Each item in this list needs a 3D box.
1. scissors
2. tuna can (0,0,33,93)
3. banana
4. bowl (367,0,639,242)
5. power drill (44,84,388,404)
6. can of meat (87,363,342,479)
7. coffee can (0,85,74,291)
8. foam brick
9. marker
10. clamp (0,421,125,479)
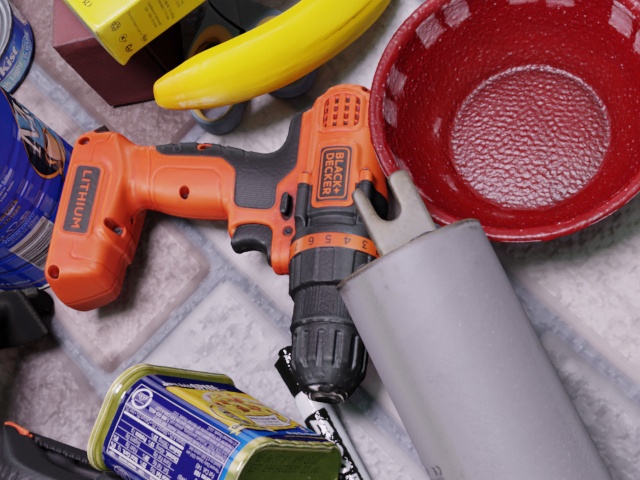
[{"bbox_3d":[-0.047,-0.162,0.679,0.096,0.016,0.202,-3,70,14],"label":"scissors"},{"bbox_3d":[-0.237,-0.129,0.715,0.086,0.033,0.086,-6,69,15],"label":"tuna can"},{"bbox_3d":[-0.010,-0.130,0.624,0.070,0.037,0.197,22,56,36],"label":"banana"},{"bbox_3d":[0.110,-0.067,0.575,0.162,0.055,0.162,-6,70,15],"label":"bowl"},{"bbox_3d":[-0.054,0.001,0.594,0.188,0.057,0.184,-1,61,14],"label":"power drill"},{"bbox_3d":[-0.048,0.106,0.528,0.084,0.102,0.057,23,92,32],"label":"can of meat"},{"bbox_3d":[-0.201,-0.038,0.612,0.103,0.140,0.103,-5,70,15],"label":"coffee can"},{"bbox_3d":[-0.122,-0.126,0.655,0.051,0.078,0.053,-11,66,13],"label":"foam brick"},{"bbox_3d":[0.007,0.108,0.564,0.020,0.020,0.121,-31,65,4],"label":"marker"},{"bbox_3d":[-0.102,0.136,0.525,0.210,0.164,0.036,17,87,31],"label":"clamp"}]
